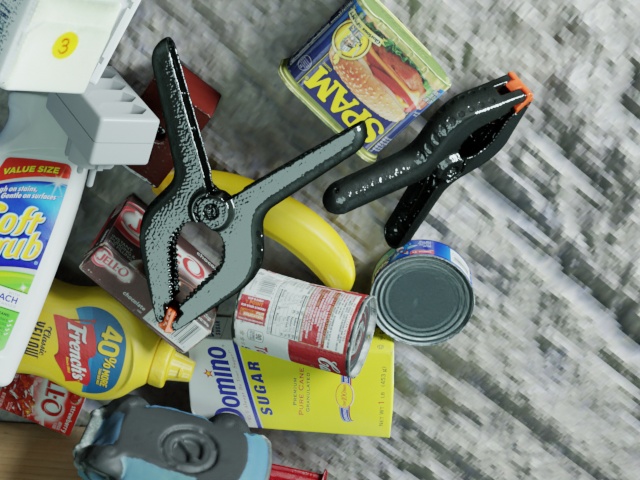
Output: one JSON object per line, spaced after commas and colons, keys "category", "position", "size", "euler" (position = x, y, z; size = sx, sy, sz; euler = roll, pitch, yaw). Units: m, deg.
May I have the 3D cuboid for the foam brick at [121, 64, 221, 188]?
{"category": "foam brick", "position": [-0.121, -0.091, 0.824], "size": [0.053, 0.051, 0.078], "euler": [35, 115, -12]}

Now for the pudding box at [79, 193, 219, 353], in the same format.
{"category": "pudding box", "position": [-0.132, 0.026, 0.863], "size": [0.039, 0.090, 0.113], "euler": [-39, 108, 23]}

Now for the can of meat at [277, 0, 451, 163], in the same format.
{"category": "can of meat", "position": [0.034, -0.123, 0.791], "size": [0.102, 0.057, 0.084], "euler": [43, 111, -15]}

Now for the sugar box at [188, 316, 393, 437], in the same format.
{"category": "sugar box", "position": [-0.025, 0.118, 0.923], "size": [0.176, 0.048, 0.093], "euler": [1, 117, 4]}

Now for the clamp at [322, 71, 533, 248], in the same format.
{"category": "clamp", "position": [0.090, -0.057, 0.815], "size": [0.171, 0.120, 0.039], "euler": [-34, 66, 7]}

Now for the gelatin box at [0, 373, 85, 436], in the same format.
{"category": "gelatin box", "position": [-0.242, 0.124, 0.956], "size": [0.073, 0.030, 0.089], "euler": [24, 117, -7]}

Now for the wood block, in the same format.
{"category": "wood block", "position": [-0.279, 0.229, 0.981], "size": [0.206, 0.090, 0.091], "euler": [2, 118, 4]}

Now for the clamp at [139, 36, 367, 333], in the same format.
{"category": "clamp", "position": [-0.066, -0.026, 0.781], "size": [0.164, 0.036, 0.210], "euler": [17, 103, 5]}

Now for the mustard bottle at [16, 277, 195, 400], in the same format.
{"category": "mustard bottle", "position": [-0.198, 0.082, 0.890], "size": [0.191, 0.058, 0.096], "euler": [17, 108, -1]}

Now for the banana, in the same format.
{"category": "banana", "position": [-0.042, -0.010, 0.865], "size": [0.197, 0.037, 0.070], "euler": [36, 114, -12]}

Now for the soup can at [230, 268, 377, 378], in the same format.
{"category": "soup can", "position": [-0.013, 0.065, 0.858], "size": [0.102, 0.068, 0.068], "euler": [14, 118, 15]}

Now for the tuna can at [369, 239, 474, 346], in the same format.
{"category": "tuna can", "position": [0.084, 0.043, 0.881], "size": [0.086, 0.033, 0.086], "euler": [2, 117, 4]}

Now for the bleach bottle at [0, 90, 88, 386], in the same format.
{"category": "bleach bottle", "position": [-0.242, -0.021, 0.820], "size": [0.102, 0.068, 0.251], "euler": [19, 89, -17]}
